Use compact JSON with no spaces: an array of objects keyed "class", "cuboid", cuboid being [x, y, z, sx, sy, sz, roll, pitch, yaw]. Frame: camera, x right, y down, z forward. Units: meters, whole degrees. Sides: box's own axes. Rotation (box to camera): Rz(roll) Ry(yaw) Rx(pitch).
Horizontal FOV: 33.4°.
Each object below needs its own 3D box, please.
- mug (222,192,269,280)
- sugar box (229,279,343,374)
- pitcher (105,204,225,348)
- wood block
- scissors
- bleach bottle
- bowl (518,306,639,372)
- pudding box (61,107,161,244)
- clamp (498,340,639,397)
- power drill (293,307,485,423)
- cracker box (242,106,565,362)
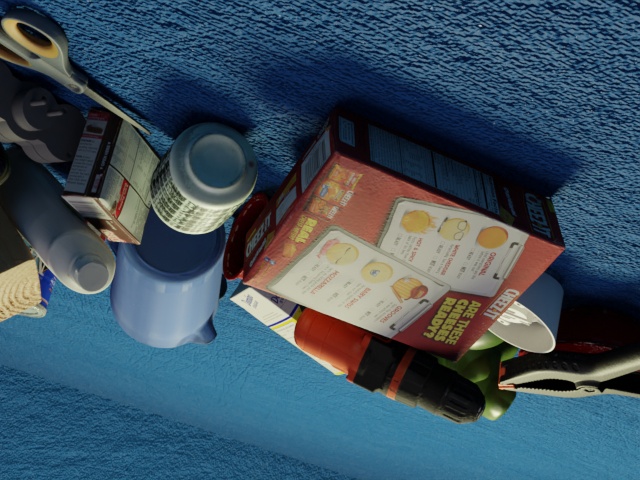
[{"class":"mug","cuboid":[-0.039,0.014,1.060,0.081,0.093,0.117,22,-164,-22]},{"class":"sugar box","cuboid":[-0.023,0.101,1.350,0.176,0.048,0.093,39,157,-9]},{"class":"pitcher","cuboid":[-0.178,0.024,1.201,0.149,0.145,0.243,5,160,-9]},{"class":"wood block","cuboid":[-0.362,-0.019,1.040,0.206,0.090,0.090,54,155,22]},{"class":"scissors","cuboid":[-0.198,-0.138,0.875,0.201,0.016,0.096,27,159,-35]},{"class":"bleach bottle","cuboid":[-0.261,-0.013,1.039,0.102,0.068,0.251,48,173,-33]},{"class":"bowl","cuboid":[0.300,0.113,1.165,0.162,0.055,0.162,11,160,4]},{"class":"pudding box","cuboid":[-0.191,-0.058,0.994,0.039,0.090,0.113,8,161,14]},{"class":"clamp","cuboid":[0.291,0.143,1.113,0.210,0.036,0.164,-9,149,37]},{"class":"power drill","cuboid":[0.083,0.098,1.016,0.184,0.057,0.187,27,-163,12]},{"class":"cracker box","cuboid":[0.065,-0.001,0.889,0.213,0.072,0.164,21,130,-19]}]
